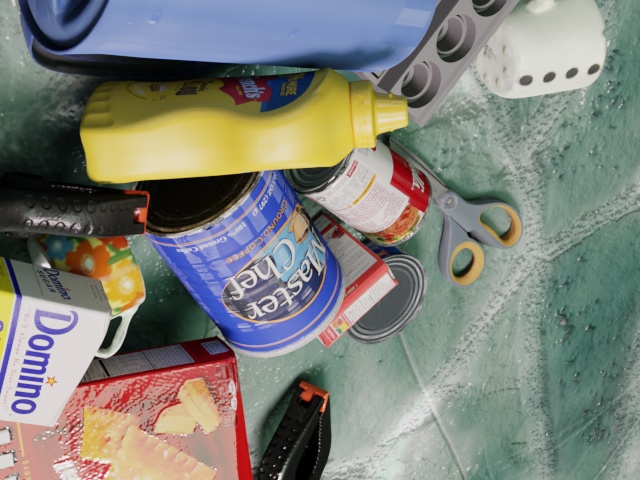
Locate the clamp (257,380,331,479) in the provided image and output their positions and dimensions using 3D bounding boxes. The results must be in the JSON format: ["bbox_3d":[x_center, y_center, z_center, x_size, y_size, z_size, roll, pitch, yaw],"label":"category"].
[{"bbox_3d":[-0.035,0.225,0.917,0.164,0.036,0.210,-21,126,-59],"label":"clamp"}]

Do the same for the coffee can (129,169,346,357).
[{"bbox_3d":[-0.055,0.001,0.744,0.102,0.103,0.140,-40,133,-9],"label":"coffee can"}]

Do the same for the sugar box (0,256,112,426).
[{"bbox_3d":[-0.217,0.051,0.608,0.175,0.048,0.093,17,114,-34],"label":"sugar box"}]

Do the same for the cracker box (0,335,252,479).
[{"bbox_3d":[-0.154,0.168,0.736,0.213,0.072,0.164,-9,100,-19],"label":"cracker box"}]

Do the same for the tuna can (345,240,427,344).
[{"bbox_3d":[0.046,0.042,0.892,0.086,0.034,0.086,-18,127,-27],"label":"tuna can"}]

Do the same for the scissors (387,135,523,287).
[{"bbox_3d":[0.101,-0.016,0.909,0.201,0.016,0.096,19,105,-42],"label":"scissors"}]

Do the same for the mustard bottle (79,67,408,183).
[{"bbox_3d":[-0.043,-0.072,0.652,0.191,0.096,0.058,-3,112,5],"label":"mustard bottle"}]

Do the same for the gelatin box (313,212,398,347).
[{"bbox_3d":[0.004,0.028,0.814,0.073,0.089,0.030,-42,135,-7],"label":"gelatin box"}]

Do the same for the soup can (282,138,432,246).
[{"bbox_3d":[0.028,-0.045,0.801,0.102,0.069,0.068,31,97,-43],"label":"soup can"}]

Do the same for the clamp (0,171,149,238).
[{"bbox_3d":[-0.175,-0.019,0.616,0.171,0.120,0.039,2,106,-27],"label":"clamp"}]

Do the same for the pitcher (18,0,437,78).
[{"bbox_3d":[-0.053,-0.160,0.640,0.242,0.149,0.145,0,102,-40],"label":"pitcher"}]
